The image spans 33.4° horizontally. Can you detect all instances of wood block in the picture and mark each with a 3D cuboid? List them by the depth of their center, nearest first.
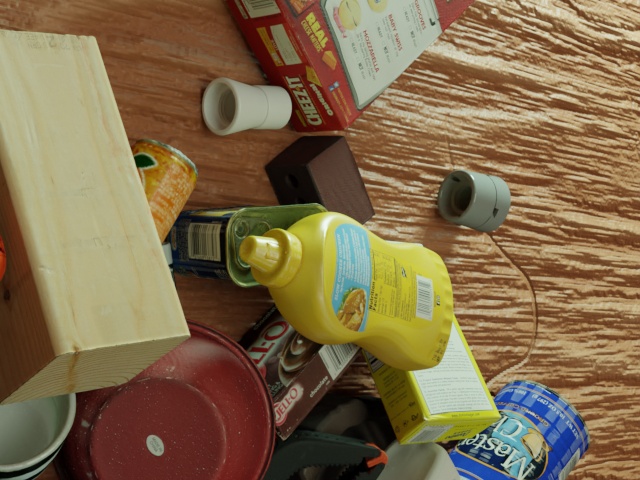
[{"bbox_3d":[-0.167,-0.016,0.654,0.090,0.091,0.206,-5,69,-42],"label":"wood block"}]

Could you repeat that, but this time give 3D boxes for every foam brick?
[{"bbox_3d":[0.000,-0.042,0.884,0.051,0.053,0.078,-38,116,-34],"label":"foam brick"}]

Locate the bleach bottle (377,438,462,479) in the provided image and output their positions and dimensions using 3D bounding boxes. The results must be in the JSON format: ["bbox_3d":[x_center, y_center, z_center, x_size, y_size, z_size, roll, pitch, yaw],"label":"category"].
[{"bbox_3d":[0.111,0.287,0.930,0.102,0.068,0.250,-49,127,-29],"label":"bleach bottle"}]

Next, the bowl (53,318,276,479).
[{"bbox_3d":[-0.110,0.135,0.738,0.162,0.055,0.162,0,93,-5],"label":"bowl"}]

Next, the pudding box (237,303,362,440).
[{"bbox_3d":[-0.032,0.100,0.839,0.113,0.090,0.039,-44,123,-33],"label":"pudding box"}]

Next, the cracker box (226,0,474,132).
[{"bbox_3d":[0.026,-0.216,0.886,0.213,0.072,0.164,-48,122,-31],"label":"cracker box"}]

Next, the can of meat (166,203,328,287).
[{"bbox_3d":[-0.055,0.001,0.815,0.101,0.084,0.057,-6,97,-42],"label":"can of meat"}]

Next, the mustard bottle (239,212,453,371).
[{"bbox_3d":[0.018,0.032,0.783,0.191,0.058,0.096,22,64,-41],"label":"mustard bottle"}]

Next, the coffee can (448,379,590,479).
[{"bbox_3d":[0.180,0.218,1.027,0.140,0.103,0.103,-43,119,-32],"label":"coffee can"}]

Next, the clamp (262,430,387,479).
[{"bbox_3d":[-0.044,0.215,0.819,0.209,0.036,0.164,-15,101,-15],"label":"clamp"}]

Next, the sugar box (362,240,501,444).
[{"bbox_3d":[0.077,0.083,0.906,0.093,0.048,0.176,6,50,-42],"label":"sugar box"}]
